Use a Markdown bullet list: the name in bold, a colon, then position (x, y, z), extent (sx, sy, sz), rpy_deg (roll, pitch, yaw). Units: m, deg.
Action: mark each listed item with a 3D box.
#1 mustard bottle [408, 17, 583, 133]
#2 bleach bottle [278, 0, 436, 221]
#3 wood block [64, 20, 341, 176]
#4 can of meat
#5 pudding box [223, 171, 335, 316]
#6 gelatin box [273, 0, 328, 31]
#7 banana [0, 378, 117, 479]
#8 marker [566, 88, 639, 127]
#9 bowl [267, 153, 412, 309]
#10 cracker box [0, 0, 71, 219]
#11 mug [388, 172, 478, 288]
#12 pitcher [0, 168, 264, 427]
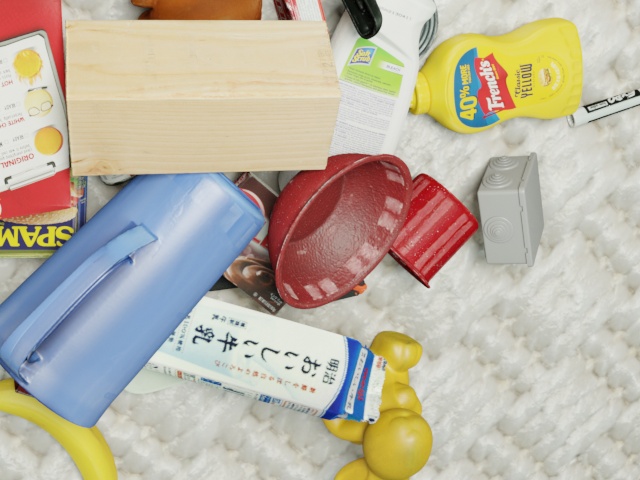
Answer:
- **mustard bottle**: position (0.158, -0.155, 1.037), extent (0.191, 0.058, 0.096), rpy_deg (-12, 115, -12)
- **bleach bottle**: position (0.046, -0.141, 0.971), extent (0.102, 0.068, 0.251), rpy_deg (14, 120, -17)
- **wood block**: position (-0.096, -0.115, 0.853), extent (0.206, 0.090, 0.091), rpy_deg (-2, 144, -11)
- **can of meat**: position (-0.259, -0.033, 0.958), extent (0.102, 0.057, 0.084), rpy_deg (0, 109, -18)
- **pudding box**: position (-0.057, 0.001, 1.010), extent (0.113, 0.039, 0.090), rpy_deg (40, 97, -18)
- **gelatin box**: position (-0.025, -0.221, 0.944), extent (0.030, 0.073, 0.089), rpy_deg (-20, 117, -8)
- **banana**: position (-0.260, 0.193, 1.065), extent (0.070, 0.037, 0.197), rpy_deg (-34, 118, 20)
- **marker**: position (0.315, -0.144, 1.113), extent (0.121, 0.020, 0.020), rpy_deg (-18, 116, -10)
- **bowl**: position (0.006, -0.019, 0.945), extent (0.161, 0.055, 0.162), rpy_deg (-33, 145, -27)
- **cracker box**: position (-0.287, -0.123, 0.830), extent (0.163, 0.072, 0.214), rpy_deg (-11, 113, -31)
- **mug**: position (0.107, -0.008, 1.073), extent (0.081, 0.093, 0.117), rpy_deg (-46, 147, -1)
- **pitcher**: position (-0.166, 0.032, 0.910), extent (0.243, 0.149, 0.145), rpy_deg (-47, 125, 0)
